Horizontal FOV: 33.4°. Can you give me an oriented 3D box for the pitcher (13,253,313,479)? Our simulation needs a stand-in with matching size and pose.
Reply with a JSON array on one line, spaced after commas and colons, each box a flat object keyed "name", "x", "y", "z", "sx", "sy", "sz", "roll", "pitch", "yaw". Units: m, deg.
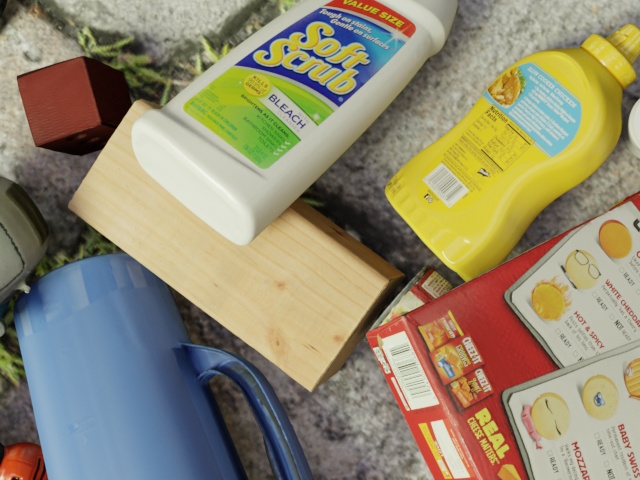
[{"name": "pitcher", "x": -0.113, "y": 0.130, "z": 0.706, "sx": 0.149, "sy": 0.145, "sz": 0.243, "roll": -11, "pitch": 67, "yaw": -27}]

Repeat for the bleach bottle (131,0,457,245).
[{"name": "bleach bottle", "x": 0.001, "y": -0.115, "z": 0.687, "sx": 0.102, "sy": 0.068, "sz": 0.250, "roll": 39, "pitch": 68, "yaw": 9}]

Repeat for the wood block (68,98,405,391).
[{"name": "wood block", "x": -0.054, "y": 0.000, "z": 0.731, "sx": 0.206, "sy": 0.090, "sz": 0.090, "roll": 36, "pitch": 97, "yaw": 9}]

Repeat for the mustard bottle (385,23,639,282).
[{"name": "mustard bottle", "x": 0.137, "y": -0.067, "z": 0.698, "sx": 0.192, "sy": 0.058, "sz": 0.096, "roll": -45, "pitch": 46, "yaw": 8}]

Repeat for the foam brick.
[{"name": "foam brick", "x": -0.170, "y": -0.094, "z": 0.760, "sx": 0.053, "sy": 0.078, "sz": 0.051, "roll": -15, "pitch": 86, "yaw": 11}]

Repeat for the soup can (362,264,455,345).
[{"name": "soup can", "x": 0.089, "y": 0.074, "z": 0.714, "sx": 0.102, "sy": 0.068, "sz": 0.068, "roll": 40, "pitch": 98, "yaw": 8}]

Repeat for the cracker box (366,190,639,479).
[{"name": "cracker box", "x": 0.156, "y": 0.081, "z": 0.650, "sx": 0.213, "sy": 0.072, "sz": 0.164, "roll": -25, "pitch": 86, "yaw": -24}]
